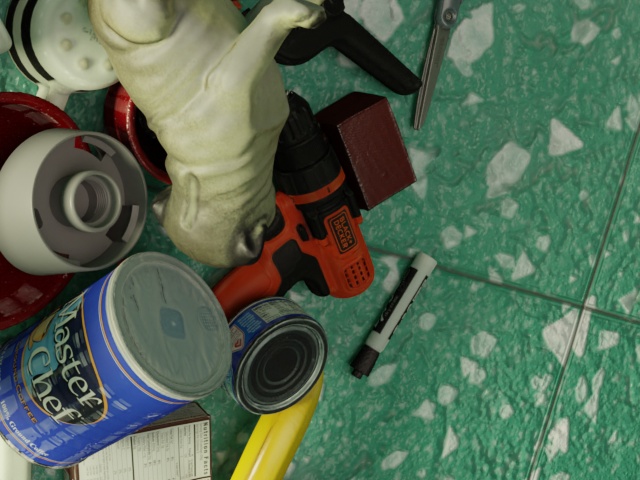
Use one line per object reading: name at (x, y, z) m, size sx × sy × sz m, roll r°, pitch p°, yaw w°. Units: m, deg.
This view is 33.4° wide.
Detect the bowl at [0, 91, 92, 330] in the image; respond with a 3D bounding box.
bowl at (-0.226, -0.023, 0.706) m, size 0.161 × 0.055 × 0.162 m, roll -25°, pitch 124°, yaw -45°

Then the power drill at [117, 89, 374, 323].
power drill at (-0.055, 0.001, 0.810) m, size 0.187 × 0.057 × 0.184 m, roll -33°, pitch 120°, yaw -17°

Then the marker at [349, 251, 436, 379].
marker at (0.061, 0.065, 0.914) m, size 0.020 × 0.020 × 0.121 m, roll 35°, pitch 84°, yaw -29°

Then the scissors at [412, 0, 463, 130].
scissors at (0.121, -0.195, 0.893) m, size 0.096 × 0.016 × 0.202 m, roll -6°, pitch 103°, yaw -27°

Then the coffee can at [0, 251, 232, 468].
coffee can at (-0.144, 0.083, 0.723) m, size 0.102 × 0.141 × 0.103 m, roll 35°, pitch 39°, yaw -34°

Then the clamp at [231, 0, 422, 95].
clamp at (0.002, -0.193, 0.804) m, size 0.209 × 0.036 × 0.164 m, roll -6°, pitch 101°, yaw -40°

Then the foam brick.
foam brick at (0.033, -0.072, 0.851) m, size 0.051 × 0.053 × 0.078 m, roll -30°, pitch 112°, yaw -19°

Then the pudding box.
pudding box at (-0.139, 0.180, 0.822) m, size 0.113 × 0.039 × 0.090 m, roll -7°, pitch 104°, yaw -28°

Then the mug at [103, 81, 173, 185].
mug at (-0.098, -0.098, 0.761) m, size 0.093 × 0.082 × 0.117 m, roll 42°, pitch 80°, yaw -28°

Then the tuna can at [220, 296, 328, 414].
tuna can at (-0.036, 0.087, 0.799) m, size 0.086 × 0.034 × 0.086 m, roll -20°, pitch 126°, yaw -30°

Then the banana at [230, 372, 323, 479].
banana at (-0.040, 0.173, 0.848) m, size 0.037 × 0.069 × 0.198 m, roll 25°, pitch 84°, yaw 13°
